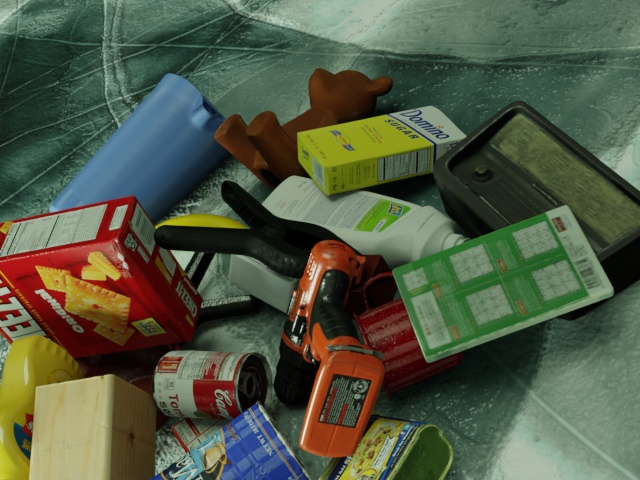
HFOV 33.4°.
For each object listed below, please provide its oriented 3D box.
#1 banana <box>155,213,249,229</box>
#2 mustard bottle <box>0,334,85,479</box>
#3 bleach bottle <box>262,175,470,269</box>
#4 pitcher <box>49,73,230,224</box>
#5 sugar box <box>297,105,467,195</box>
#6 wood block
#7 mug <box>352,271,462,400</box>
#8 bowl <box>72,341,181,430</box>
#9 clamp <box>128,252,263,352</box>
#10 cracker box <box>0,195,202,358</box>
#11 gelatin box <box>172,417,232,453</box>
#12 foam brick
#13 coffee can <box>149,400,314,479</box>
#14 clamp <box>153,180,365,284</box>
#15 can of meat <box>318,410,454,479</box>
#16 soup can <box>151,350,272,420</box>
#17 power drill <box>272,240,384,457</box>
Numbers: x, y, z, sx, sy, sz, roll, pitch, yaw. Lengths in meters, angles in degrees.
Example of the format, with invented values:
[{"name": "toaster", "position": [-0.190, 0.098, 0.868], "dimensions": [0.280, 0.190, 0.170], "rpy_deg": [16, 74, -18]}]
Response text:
[{"name": "banana", "position": [-0.148, -0.001, 1.309], "dimensions": [0.198, 0.037, 0.069], "rpy_deg": [-5, 68, 29]}, {"name": "mustard bottle", "position": [-0.291, 0.194, 1.058], "dimensions": [0.058, 0.096, 0.191], "rpy_deg": [-13, 43, 20]}, {"name": "bleach bottle", "position": [0.048, -0.007, 1.178], "dimensions": [0.251, 0.068, 0.102], "rpy_deg": [14, 52, 37]}, {"name": "pitcher", "position": [-0.232, -0.088, 1.386], "dimensions": [0.145, 0.149, 0.242], "rpy_deg": [33, 72, 30]}, {"name": "sugar box", "position": [0.071, -0.106, 1.230], "dimensions": [0.176, 0.048, 0.093], "rpy_deg": [-16, 36, -15]}, {"name": "wood block", "position": [-0.216, 0.243, 1.011], "dimensions": [0.090, 0.090, 0.206], "rpy_deg": [-11, 63, 18]}, {"name": "mug", "position": [0.081, 0.086, 1.036], "dimensions": [0.081, 0.093, 0.117], "rpy_deg": [-23, 78, 0]}, {"name": "bowl", "position": [-0.211, 0.168, 1.157], "dimensions": [0.162, 0.055, 0.162], "rpy_deg": [-16, 43, 15]}, {"name": "clamp", "position": [-0.150, 0.080, 1.222], "dimensions": [0.171, 0.039, 0.120], "rpy_deg": [-44, 51, -5]}, {"name": "cracker box", "position": [-0.258, 0.049, 1.135], "dimensions": [0.214, 0.164, 0.072], "rpy_deg": [-10, 42, 20]}, {"name": "gelatin box", "position": [-0.098, 0.194, 1.086], "dimensions": [0.089, 0.030, 0.073], "rpy_deg": [-37, 43, -8]}, {"name": "foam brick", "position": [0.033, 0.049, 1.139], "dimensions": [0.078, 0.051, 0.053], "rpy_deg": [2, 51, 32]}, {"name": "coffee can", "position": [-0.085, 0.230, 0.985], "dimensions": [0.140, 0.102, 0.103], "rpy_deg": [-35, 41, -6]}, {"name": "clamp", "position": [-0.057, 0.001, 1.111], "dimensions": [0.210, 0.036, 0.164], "rpy_deg": [23, 30, 21]}, {"name": "can of meat", "position": [0.059, 0.205, 0.945], "dimensions": [0.084, 0.057, 0.102], "rpy_deg": [-3, 44, 53]}, {"name": "soup can", "position": [-0.108, 0.144, 1.064], "dimensions": [0.102, 0.068, 0.068], "rpy_deg": [-2, 48, 27]}, {"name": "power drill", "position": [0.000, 0.115, 0.994], "dimensions": [0.057, 0.184, 0.188], "rpy_deg": [9, 25, -15]}]
